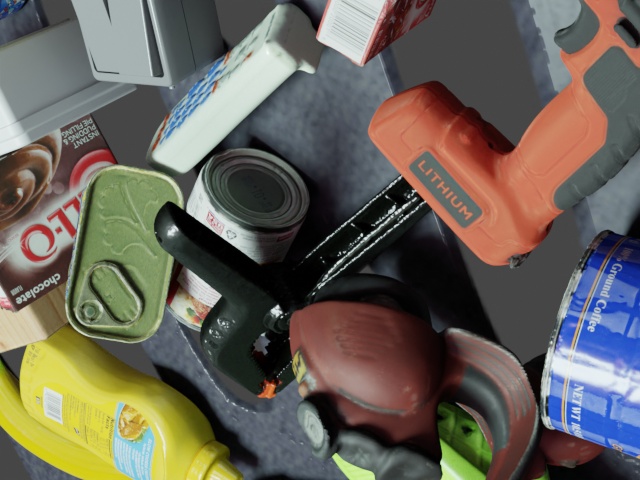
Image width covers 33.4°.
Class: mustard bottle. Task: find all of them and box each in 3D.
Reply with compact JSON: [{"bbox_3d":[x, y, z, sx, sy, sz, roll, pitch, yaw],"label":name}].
[{"bbox_3d":[-0.142,0.141,0.821,0.192,0.058,0.096,27,129,20],"label":"mustard bottle"}]

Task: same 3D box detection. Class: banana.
[{"bbox_3d":[-0.222,0.164,0.911,0.198,0.037,0.070,29,133,18],"label":"banana"}]

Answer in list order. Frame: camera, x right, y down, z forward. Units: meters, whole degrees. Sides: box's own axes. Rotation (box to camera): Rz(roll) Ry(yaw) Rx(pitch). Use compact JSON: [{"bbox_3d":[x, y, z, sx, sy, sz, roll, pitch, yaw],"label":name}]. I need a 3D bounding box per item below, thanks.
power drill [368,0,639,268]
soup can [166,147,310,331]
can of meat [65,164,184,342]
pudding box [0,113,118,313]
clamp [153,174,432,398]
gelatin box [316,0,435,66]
[{"bbox_3d":[0.106,-0.084,0.485,0.184,0.057,0.188,49,135,-1],"label":"power drill"},{"bbox_3d":[-0.054,0.001,0.654,0.068,0.068,0.102,38,134,10],"label":"soup can"},{"bbox_3d":[-0.125,0.007,0.659,0.084,0.057,0.102,-178,98,-73],"label":"can of meat"},{"bbox_3d":[-0.180,-0.020,0.702,0.039,0.113,0.090,1,121,60],"label":"pudding box"},{"bbox_3d":[-0.029,0.031,0.613,0.036,0.164,0.210,67,150,31],"label":"clamp"},{"bbox_3d":[0.039,-0.133,0.490,0.030,0.073,0.089,34,133,12],"label":"gelatin box"}]
